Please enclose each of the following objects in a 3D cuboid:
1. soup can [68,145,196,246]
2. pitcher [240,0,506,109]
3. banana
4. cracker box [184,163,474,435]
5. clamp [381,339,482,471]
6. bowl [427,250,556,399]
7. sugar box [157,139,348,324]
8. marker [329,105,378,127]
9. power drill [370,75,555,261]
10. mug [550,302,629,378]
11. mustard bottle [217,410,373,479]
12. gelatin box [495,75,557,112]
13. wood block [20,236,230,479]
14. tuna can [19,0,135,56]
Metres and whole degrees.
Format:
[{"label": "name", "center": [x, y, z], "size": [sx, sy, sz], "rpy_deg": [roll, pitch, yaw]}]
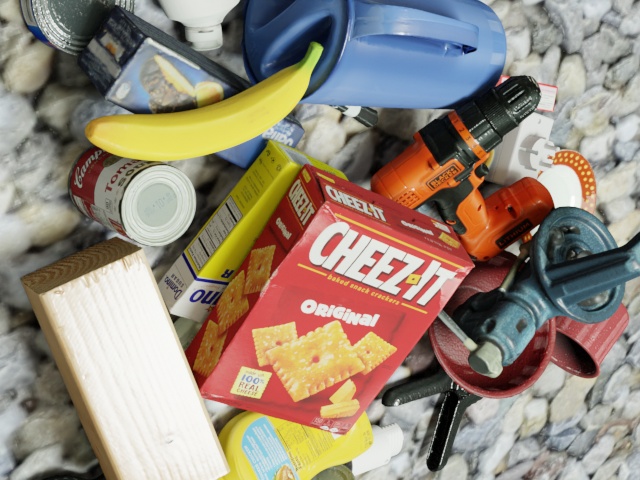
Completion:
[{"label": "soup can", "center": [-0.154, -0.038, 0.867], "size": [0.068, 0.102, 0.068], "rpy_deg": [-11, 110, -33]}, {"label": "pitcher", "center": [0.064, -0.178, 0.947], "size": [0.242, 0.149, 0.145], "rpy_deg": [-1, 140, -44]}, {"label": "banana", "center": [-0.087, -0.098, 0.830], "size": [0.197, 0.037, 0.069], "rpy_deg": [-25, 133, -20]}, {"label": "cracker box", "center": [0.006, 0.061, 0.928], "size": [0.164, 0.072, 0.214], "rpy_deg": [21, 115, -30]}, {"label": "clamp", "center": [0.150, 0.171, 1.188], "size": [0.171, 0.039, 0.120], "rpy_deg": [-36, 120, -23]}, {"label": "bowl", "center": [0.173, 0.090, 1.151], "size": [0.161, 0.055, 0.162], "rpy_deg": [4, 79, -24]}, {"label": "sugar box", "center": [-0.056, 0.001, 0.942], "size": [0.093, 0.048, 0.176], "rpy_deg": [22, 112, -42]}, {"label": "marker", "center": [0.010, -0.136, 1.010], "size": [0.120, 0.020, 0.020], "rpy_deg": [23, 89, -38]}, {"label": "power drill", "center": [0.161, -0.065, 1.050], "size": [0.185, 0.057, 0.187], "rpy_deg": [-35, 140, 15]}, {"label": "mug", "center": [0.309, 0.107, 1.263], "size": [0.081, 0.093, 0.117], "rpy_deg": [-49, 157, -20]}, {"label": "mustard bottle", "center": [-0.045, 0.205, 1.040], "size": [0.191, 0.058, 0.096], "rpy_deg": [-29, 96, -26]}, {"label": "gelatin box", "center": [0.187, -0.154, 1.098], "size": [0.089, 0.073, 0.030], "rpy_deg": [3, 101, -37]}, {"label": "wood block", "center": [-0.162, 0.112, 0.886], "size": [0.090, 0.090, 0.206], "rpy_deg": [-25, 107, -21]}, {"label": "tuna can", "center": [-0.191, -0.189, 0.839], "size": [0.085, 0.034, 0.086], "rpy_deg": [-11, 110, -33]}]
